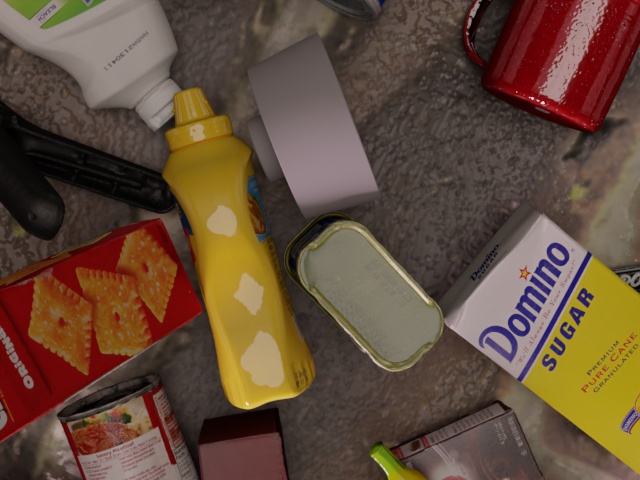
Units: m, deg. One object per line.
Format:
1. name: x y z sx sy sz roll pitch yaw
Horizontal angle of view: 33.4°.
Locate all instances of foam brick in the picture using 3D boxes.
1. foam brick: -0.047 0.141 0.671 0.051 0.078 0.053 -8 93 -3

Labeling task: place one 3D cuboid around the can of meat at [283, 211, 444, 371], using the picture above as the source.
1. can of meat: 0.026 0.031 0.668 0.057 0.084 0.102 -44 95 -1

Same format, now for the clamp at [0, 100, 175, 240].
1. clamp: -0.192 -0.062 0.642 0.210 0.164 0.036 30 103 17

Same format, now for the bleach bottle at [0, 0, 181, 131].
1. bleach bottle: -0.182 -0.164 0.654 0.102 0.068 0.251 -41 98 2

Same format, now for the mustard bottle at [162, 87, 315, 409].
1. mustard bottle: -0.055 0.001 0.653 0.058 0.096 0.191 -15 95 1

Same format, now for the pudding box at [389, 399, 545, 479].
1. pudding box: 0.104 0.174 0.703 0.090 0.039 0.113 -24 94 -2

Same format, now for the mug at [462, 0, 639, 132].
1. mug: 0.143 -0.123 0.673 0.117 0.093 0.081 26 96 26

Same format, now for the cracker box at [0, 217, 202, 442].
1. cracker box: -0.186 0.064 0.565 0.164 0.213 0.072 -22 94 25

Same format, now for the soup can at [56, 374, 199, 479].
1. soup can: -0.115 0.144 0.671 0.068 0.068 0.102 -20 95 -3

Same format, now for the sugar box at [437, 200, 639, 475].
1. sugar box: 0.170 0.065 0.685 0.176 0.048 0.093 37 98 -15
